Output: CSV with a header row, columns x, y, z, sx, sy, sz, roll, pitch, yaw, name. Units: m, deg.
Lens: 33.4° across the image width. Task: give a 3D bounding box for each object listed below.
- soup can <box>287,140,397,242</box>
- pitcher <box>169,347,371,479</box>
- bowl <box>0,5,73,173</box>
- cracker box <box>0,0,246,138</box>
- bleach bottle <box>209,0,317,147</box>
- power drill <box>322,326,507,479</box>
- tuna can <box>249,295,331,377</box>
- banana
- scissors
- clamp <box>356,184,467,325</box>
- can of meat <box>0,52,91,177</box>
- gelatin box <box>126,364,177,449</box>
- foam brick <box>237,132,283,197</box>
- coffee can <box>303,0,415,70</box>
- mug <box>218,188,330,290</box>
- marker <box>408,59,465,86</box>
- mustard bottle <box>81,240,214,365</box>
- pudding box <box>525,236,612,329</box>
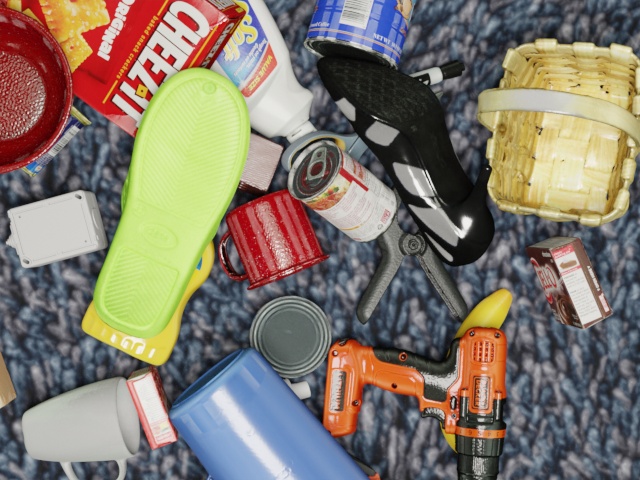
x,y,z,sx,sy,sz,roll,pitch,yaw,name
0.024,-0.049,1.099,0.102,0.069,0.068,35,84,-40,soup can
-0.044,0.234,1.040,0.145,0.149,0.243,-35,95,38,pitcher
-0.317,-0.144,1.040,0.162,0.055,0.162,0,91,-2,bowl
-0.209,-0.224,1.066,0.213,0.072,0.164,37,112,-1,cracker box
-0.080,-0.208,1.120,0.102,0.068,0.251,-37,94,-2,bleach bottle
0.099,0.176,1.107,0.188,0.057,0.184,4,86,10,power drill
-0.033,0.101,1.131,0.086,0.034,0.086,0,89,-6,tuna can
0.163,0.147,1.151,0.069,0.037,0.198,7,89,-21,banana
0.050,-0.094,1.148,0.201,0.016,0.096,-18,122,-24,scissors
0.106,0.012,1.145,0.120,0.039,0.171,9,86,-13,clamp
-0.303,-0.128,1.097,0.102,0.057,0.084,44,87,-3,can of meat
-0.170,0.167,1.087,0.030,0.089,0.073,-21,91,-6,gelatin box
-0.073,-0.079,1.109,0.053,0.078,0.051,22,85,-5,foam brick
0.050,-0.258,1.114,0.102,0.103,0.140,16,87,-6,coffee can
-0.057,0.001,1.111,0.117,0.093,0.081,-24,86,30,mug
0.100,-0.172,1.158,0.121,0.020,0.020,-18,91,-6,marker
-0.164,0.026,1.107,0.096,0.058,0.191,26,86,0,mustard bottle
0.260,0.042,1.123,0.039,0.113,0.090,-24,91,-3,pudding box
